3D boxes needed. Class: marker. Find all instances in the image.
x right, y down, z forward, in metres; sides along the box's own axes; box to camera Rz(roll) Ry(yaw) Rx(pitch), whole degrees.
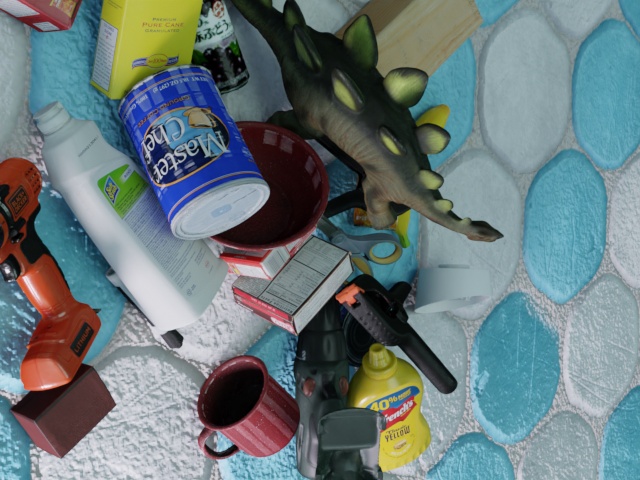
[{"bbox_3d":[-0.180,0.071,1.111,0.020,0.020,0.121,-52,126,-25],"label":"marker"}]

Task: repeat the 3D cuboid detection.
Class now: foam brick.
[{"bbox_3d":[-0.249,0.162,1.037,0.078,0.053,0.051,-45,122,-29],"label":"foam brick"}]

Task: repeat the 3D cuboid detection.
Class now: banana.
[{"bbox_3d":[0.118,-0.093,1.359,0.069,0.037,0.198,36,71,-63],"label":"banana"}]

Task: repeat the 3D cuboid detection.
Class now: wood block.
[{"bbox_3d":[0.092,-0.240,1.279,0.205,0.091,0.090,-46,122,-29],"label":"wood block"}]

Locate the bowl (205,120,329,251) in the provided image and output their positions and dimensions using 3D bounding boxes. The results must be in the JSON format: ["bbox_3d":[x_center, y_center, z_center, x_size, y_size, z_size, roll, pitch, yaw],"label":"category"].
[{"bbox_3d":[-0.074,-0.047,1.134,0.162,0.162,0.055,-48,166,-28],"label":"bowl"}]

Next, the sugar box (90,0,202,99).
[{"bbox_3d":[-0.162,-0.227,1.033,0.093,0.048,0.176,-12,130,-42],"label":"sugar box"}]

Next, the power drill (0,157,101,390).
[{"bbox_3d":[-0.270,0.039,0.953,0.184,0.057,0.187,-72,148,-58],"label":"power drill"}]

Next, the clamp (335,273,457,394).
[{"bbox_3d":[0.088,0.100,1.259,0.209,0.036,0.165,26,32,-57],"label":"clamp"}]

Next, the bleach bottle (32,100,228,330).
[{"bbox_3d":[-0.193,-0.033,1.057,0.250,0.068,0.102,57,35,-25],"label":"bleach bottle"}]

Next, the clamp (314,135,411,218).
[{"bbox_3d":[0.051,-0.079,1.253,0.171,0.039,0.120,-2,97,-11],"label":"clamp"}]

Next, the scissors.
[{"bbox_3d":[0.039,-0.009,1.247,0.096,0.016,0.201,-26,140,-1],"label":"scissors"}]

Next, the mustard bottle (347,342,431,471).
[{"bbox_3d":[0.080,0.196,1.295,0.096,0.058,0.191,-20,130,-11],"label":"mustard bottle"}]

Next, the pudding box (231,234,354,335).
[{"bbox_3d":[-0.030,0.042,1.194,0.113,0.090,0.039,-48,148,-27],"label":"pudding box"}]

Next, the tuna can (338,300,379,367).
[{"bbox_3d":[0.043,0.112,1.312,0.085,0.034,0.086,-6,98,-42],"label":"tuna can"}]

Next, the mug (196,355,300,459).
[{"bbox_3d":[-0.083,0.195,1.174,0.117,0.093,0.081,-46,130,-6],"label":"mug"}]

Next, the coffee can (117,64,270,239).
[{"bbox_3d":[-0.125,-0.086,1.047,0.102,0.103,0.140,-12,67,-41],"label":"coffee can"}]

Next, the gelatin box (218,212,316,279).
[{"bbox_3d":[-0.058,0.001,1.180,0.089,0.073,0.030,-50,126,-28],"label":"gelatin box"}]
